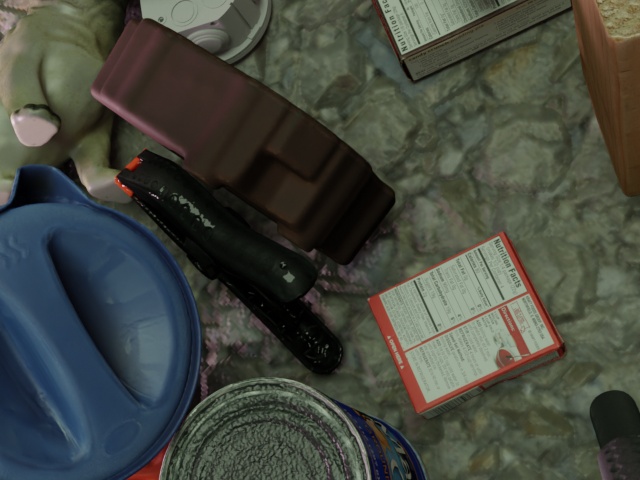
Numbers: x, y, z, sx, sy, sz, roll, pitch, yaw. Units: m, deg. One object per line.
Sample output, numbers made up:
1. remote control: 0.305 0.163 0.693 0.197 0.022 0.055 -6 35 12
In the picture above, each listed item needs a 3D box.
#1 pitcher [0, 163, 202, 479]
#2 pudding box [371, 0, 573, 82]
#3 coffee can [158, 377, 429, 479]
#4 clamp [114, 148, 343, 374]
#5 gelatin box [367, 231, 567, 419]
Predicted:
1. pitcher: -0.172 0.070 0.557 0.243 0.145 0.149 -13 38 56
2. pudding box: 0.086 -0.161 0.650 0.113 0.039 0.090 -25 70 11
3. coffee can: -0.007 0.130 0.540 0.103 0.140 0.103 -5 73 16
4. clamp: -0.054 0.001 0.595 0.171 0.120 0.039 39 69 16
5. gelatin box: 0.081 0.048 0.596 0.089 0.030 0.073 -27 67 8
